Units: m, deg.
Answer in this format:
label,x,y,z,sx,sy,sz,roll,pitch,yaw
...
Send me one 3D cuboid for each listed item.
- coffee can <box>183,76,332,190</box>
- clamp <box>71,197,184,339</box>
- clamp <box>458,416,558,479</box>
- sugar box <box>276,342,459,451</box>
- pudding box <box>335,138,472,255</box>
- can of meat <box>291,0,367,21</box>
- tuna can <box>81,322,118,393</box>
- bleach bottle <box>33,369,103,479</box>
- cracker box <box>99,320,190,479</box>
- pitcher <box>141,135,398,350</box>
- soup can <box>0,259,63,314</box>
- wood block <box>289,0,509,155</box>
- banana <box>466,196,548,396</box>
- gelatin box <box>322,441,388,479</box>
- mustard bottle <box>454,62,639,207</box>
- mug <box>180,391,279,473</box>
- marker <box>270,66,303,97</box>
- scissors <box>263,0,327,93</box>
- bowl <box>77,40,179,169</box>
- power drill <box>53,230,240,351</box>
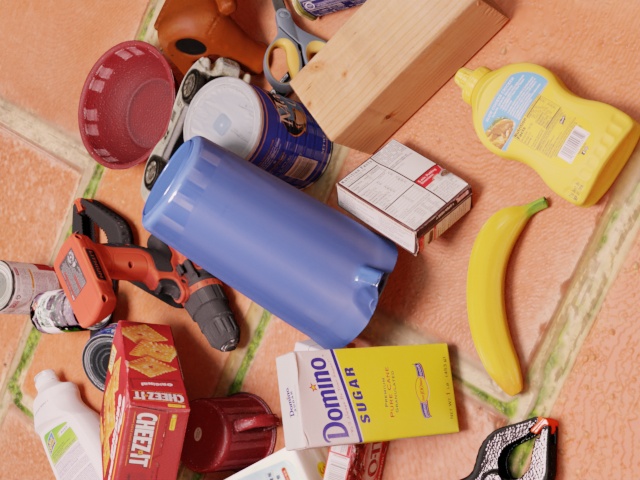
label,x,y,z,sx,sy,sz,roll,pitch,yaw
coffee can,-0.066,-0.113,1.167,0.103,0.140,0.103,-4,82,33
clamp,-0.253,0.033,1.332,0.165,0.036,0.210,-27,73,27
clamp,0.165,0.237,1.035,0.120,0.039,0.171,29,94,28
sugar box,0.047,0.151,1.042,0.048,0.175,0.093,-27,68,57
pudding box,0.085,-0.046,1.093,0.090,0.039,0.114,-39,53,-24
can of meat,0.015,-0.306,1.188,0.084,0.057,0.102,-9,79,30
tuna can,-0.246,0.146,1.295,0.086,0.033,0.086,6,110,17
bleach bottle,-0.288,0.260,1.314,0.103,0.068,0.251,-45,61,21
cracker box,-0.199,0.204,1.171,0.214,0.072,0.164,-122,42,-67
pitcher,-0.057,0.001,1.084,0.149,0.242,0.145,-49,19,27
soup can,-0.378,0.062,1.372,0.069,0.102,0.068,-4,82,33
wood block,0.081,-0.196,1.111,0.206,0.090,0.090,-44,63,21
banana,0.176,0.051,1.051,0.070,0.037,0.198,6,88,35
gelatin box,0.041,0.212,1.098,0.030,0.073,0.089,12,91,34
mustard bottle,0.207,-0.118,1.038,0.192,0.058,0.096,38,106,30
mug,-0.100,0.213,1.184,0.117,0.081,0.093,-18,75,30
marker,-0.059,-0.160,1.240,0.121,0.020,0.020,-45,63,20
scissors,-0.023,-0.247,1.222,0.096,0.016,0.201,5,57,-5
bowl,-0.226,-0.164,1.328,0.162,0.055,0.162,-5,82,33
power drill,-0.192,0.054,1.203,0.057,0.187,0.184,-52,56,30
